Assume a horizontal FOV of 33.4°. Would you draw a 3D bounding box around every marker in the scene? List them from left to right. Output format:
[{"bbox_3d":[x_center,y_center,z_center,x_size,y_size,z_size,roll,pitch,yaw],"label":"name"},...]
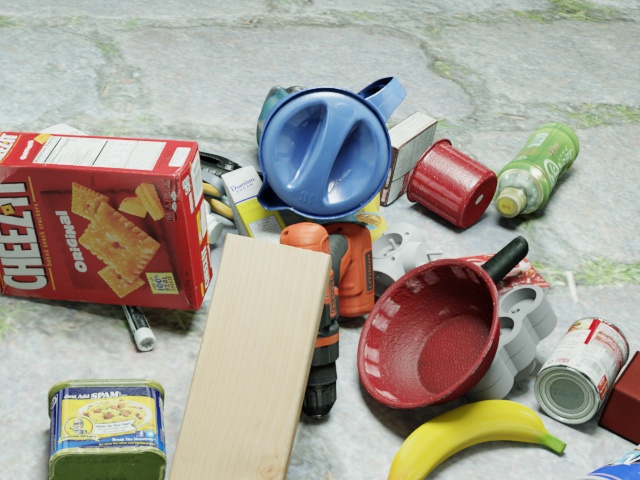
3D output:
[{"bbox_3d":[-0.194,0.069,1.095,0.020,0.020,0.121,-7,36,-24],"label":"marker"}]

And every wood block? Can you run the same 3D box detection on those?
[{"bbox_3d":[-0.055,0.110,0.894,0.091,0.090,0.206,11,77,3],"label":"wood block"}]

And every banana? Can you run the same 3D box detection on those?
[{"bbox_3d":[0.135,0.184,0.987,0.197,0.037,0.070,-9,36,-27],"label":"banana"}]

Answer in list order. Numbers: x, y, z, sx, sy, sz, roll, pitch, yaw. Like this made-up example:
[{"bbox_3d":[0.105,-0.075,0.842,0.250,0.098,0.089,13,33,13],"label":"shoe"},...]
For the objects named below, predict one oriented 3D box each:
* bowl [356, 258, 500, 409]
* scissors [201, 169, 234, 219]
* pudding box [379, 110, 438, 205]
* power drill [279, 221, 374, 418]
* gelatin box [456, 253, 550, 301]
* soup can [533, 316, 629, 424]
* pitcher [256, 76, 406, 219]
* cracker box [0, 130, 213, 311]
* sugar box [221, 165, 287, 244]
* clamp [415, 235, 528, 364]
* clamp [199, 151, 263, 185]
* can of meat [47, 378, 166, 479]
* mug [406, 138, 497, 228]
[{"bbox_3d":[0.115,0.099,1.031,0.055,0.162,0.162,40,14,-36],"label":"bowl"},{"bbox_3d":[-0.163,-0.063,1.296,0.202,0.096,0.016,10,61,53],"label":"scissors"},{"bbox_3d":[0.104,-0.106,1.377,0.039,0.090,0.113,25,36,21],"label":"pudding box"},{"bbox_3d":[0.009,0.062,1.056,0.057,0.184,0.187,0,11,14],"label":"power drill"},{"bbox_3d":[0.206,0.046,1.225,0.089,0.030,0.073,-5,35,-22],"label":"gelatin box"},{"bbox_3d":[0.264,0.130,1.075,0.069,0.068,0.102,24,36,21],"label":"soup can"},{"bbox_3d":[0.003,-0.112,1.166,0.149,0.145,0.243,3,10,-6],"label":"pitcher"},{"bbox_3d":[-0.222,-0.018,1.057,0.214,0.164,0.072,4,36,8],"label":"cracker box"},{"bbox_3d":[-0.057,0.001,1.161,0.048,0.093,0.176,-19,39,-6],"label":"sugar box"},{"bbox_3d":[0.149,0.062,1.148,0.165,0.036,0.210,-10,35,11],"label":"clamp"},{"bbox_3d":[-0.114,-0.076,1.310,0.172,0.039,0.120,16,11,16],"label":"clamp"},{"bbox_3d":[-0.182,0.167,0.912,0.102,0.057,0.084,1,36,-13],"label":"can of meat"},{"bbox_3d":[0.173,-0.067,1.349,0.082,0.093,0.117,34,9,26],"label":"mug"}]
